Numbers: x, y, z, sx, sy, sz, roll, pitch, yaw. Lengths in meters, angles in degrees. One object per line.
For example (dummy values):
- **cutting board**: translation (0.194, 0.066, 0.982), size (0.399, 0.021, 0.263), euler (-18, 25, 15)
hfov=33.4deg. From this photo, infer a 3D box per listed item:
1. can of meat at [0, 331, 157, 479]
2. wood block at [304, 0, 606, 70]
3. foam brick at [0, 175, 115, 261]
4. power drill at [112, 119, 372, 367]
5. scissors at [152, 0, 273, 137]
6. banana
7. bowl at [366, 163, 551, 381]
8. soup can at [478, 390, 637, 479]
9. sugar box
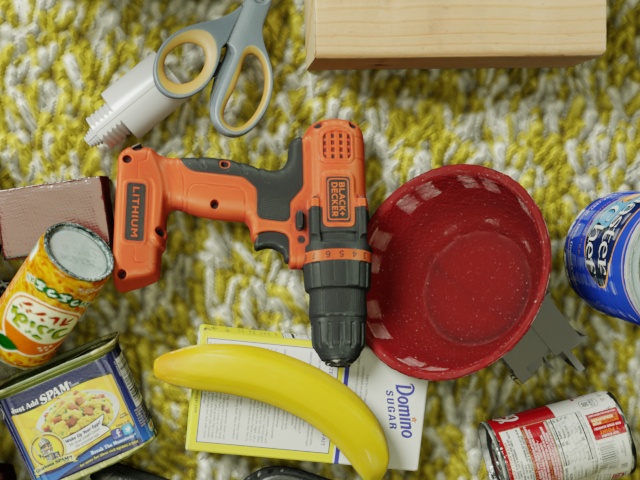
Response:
- **can of meat**: translation (-0.181, 0.128, 0.793), size (0.102, 0.057, 0.084), euler (-23, 97, -2)
- **wood block**: translation (0.094, -0.173, 0.779), size (0.206, 0.091, 0.090), euler (-2, 93, -4)
- **foam brick**: translation (-0.193, -0.017, 0.786), size (0.078, 0.053, 0.051), euler (-9, 94, -5)
- **power drill**: translation (-0.055, 0.001, 0.781), size (0.187, 0.057, 0.184), euler (1, 76, -6)
- **scissors**: translation (-0.065, -0.174, 0.780), size (0.096, 0.016, 0.202), euler (10, 77, -12)
- **banana**: translation (-0.022, 0.119, 0.767), size (0.197, 0.037, 0.069), euler (34, 86, -6)
- **bowl**: translation (0.103, 0.028, 0.785), size (0.162, 0.055, 0.162), euler (-13, 66, 31)
- **soup can**: translation (0.180, 0.159, 0.815), size (0.102, 0.068, 0.068), euler (-14, 94, -4)
- **sugar box**: translation (-0.010, 0.119, 0.811), size (0.176, 0.048, 0.093), euler (7, 91, -8)
